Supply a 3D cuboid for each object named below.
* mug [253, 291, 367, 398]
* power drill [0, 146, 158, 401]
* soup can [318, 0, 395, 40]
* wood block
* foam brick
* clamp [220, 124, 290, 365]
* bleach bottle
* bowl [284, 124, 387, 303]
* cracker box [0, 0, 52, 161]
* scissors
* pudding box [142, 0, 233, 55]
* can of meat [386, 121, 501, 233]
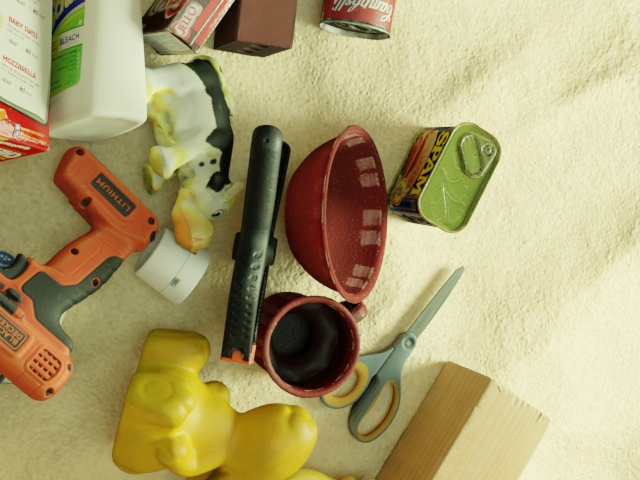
[{"bbox_3d":[-0.011,0.086,0.990,0.117,0.082,0.093,-31,104,-15],"label":"mug"},{"bbox_3d":[-0.240,0.011,0.884,0.184,0.057,0.187,46,63,-15],"label":"power drill"},{"bbox_3d":[0.040,-0.243,0.988,0.068,0.069,0.102,10,91,-21],"label":"soup can"},{"bbox_3d":[0.124,0.234,1.050,0.090,0.090,0.206,35,82,-21],"label":"wood block"},{"bbox_3d":[-0.058,-0.195,0.950,0.053,0.078,0.051,6,91,-21],"label":"foam brick"},{"bbox_3d":[-0.056,0.001,0.916,0.036,0.164,0.210,10,84,2],"label":"clamp"},{"bbox_3d":[-0.192,-0.216,0.893,0.067,0.103,0.251,3,81,-41],"label":"bleach bottle"},{"bbox_3d":[0.010,-0.024,0.976,0.055,0.161,0.162,0,97,24],"label":"bowl"},{"bbox_3d":[-0.284,-0.181,0.807,0.164,0.072,0.214,15,70,-57],"label":"cracker box"},{"bbox_3d":[0.066,0.100,1.055,0.096,0.016,0.202,25,86,-20],"label":"scissors"},{"bbox_3d":[-0.110,-0.203,0.911,0.039,0.114,0.090,38,81,-22],"label":"pudding box"},{"bbox_3d":[0.115,-0.061,1.022,0.057,0.084,0.102,29,85,-20],"label":"can of meat"}]
